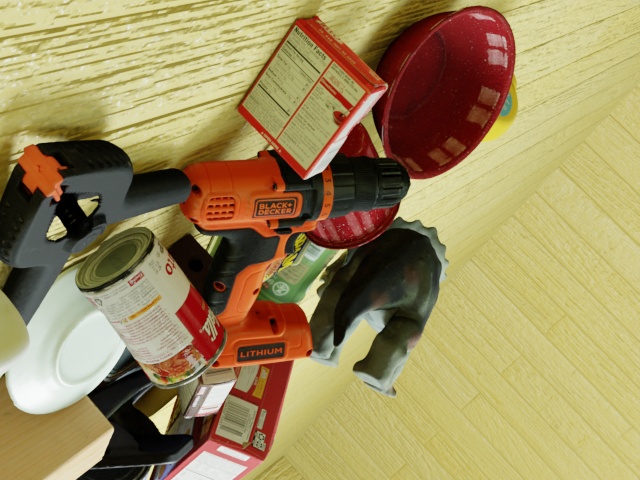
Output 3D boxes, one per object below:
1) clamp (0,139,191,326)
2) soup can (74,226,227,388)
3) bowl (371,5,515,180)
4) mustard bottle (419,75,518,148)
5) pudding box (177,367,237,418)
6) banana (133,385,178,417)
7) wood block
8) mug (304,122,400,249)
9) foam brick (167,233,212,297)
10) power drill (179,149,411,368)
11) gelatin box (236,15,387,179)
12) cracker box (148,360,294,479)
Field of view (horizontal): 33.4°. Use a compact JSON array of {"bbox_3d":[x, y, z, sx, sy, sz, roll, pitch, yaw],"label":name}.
[{"bbox_3d":[-0.145,-0.019,0.658,0.164,0.036,0.210,-40,172,-18],"label":"clamp"},{"bbox_3d":[-0.123,0.049,0.778,0.068,0.102,0.068,-24,-150,15],"label":"soup can"},{"bbox_3d":[0.096,-0.136,0.929,0.161,0.055,0.162,-27,136,-30],"label":"bowl"},{"bbox_3d":[0.146,-0.140,1.073,0.191,0.096,0.058,-32,164,-46],"label":"mustard bottle"},{"bbox_3d":[-0.117,0.100,1.012,0.039,0.113,0.090,-5,153,-20],"label":"pudding box"},{"bbox_3d":[-0.173,0.162,1.199,0.198,0.037,0.069,-43,174,34],"label":"banana"},{"bbox_3d":[-0.277,0.189,0.839,0.205,0.091,0.090,-37,168,-32],"label":"wood block"},{"bbox_3d":[0.002,-0.050,0.906,0.117,0.093,0.081,-14,137,14],"label":"mug"},{"bbox_3d":[-0.125,0.042,0.919,0.078,0.053,0.051,-39,168,-21],"label":"foam brick"},{"bbox_3d":[-0.029,0.012,0.848,0.184,0.057,0.188,-3,127,-20],"label":"power drill"},{"bbox_3d":[-0.006,-0.100,0.746,0.089,0.073,0.030,-51,167,33],"label":"gelatin box"},{"bbox_3d":[-0.107,0.189,1.160,0.214,0.072,0.164,-47,-158,51],"label":"cracker box"}]
